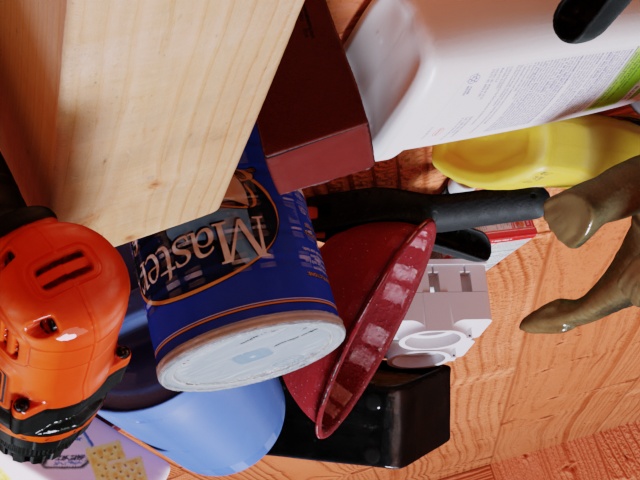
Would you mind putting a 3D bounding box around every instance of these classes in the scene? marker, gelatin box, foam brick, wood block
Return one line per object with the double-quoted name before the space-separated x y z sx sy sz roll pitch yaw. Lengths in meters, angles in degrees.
"marker" 0.091 -0.020 0.822 0.020 0.020 0.121 -9 159 -18
"gelatin box" 0.125 0.002 0.890 0.073 0.030 0.089 -6 160 -27
"foam brick" -0.009 -0.071 0.530 0.053 0.078 0.051 -17 158 0
"wood block" -0.076 -0.081 0.417 0.090 0.091 0.206 -19 162 -23

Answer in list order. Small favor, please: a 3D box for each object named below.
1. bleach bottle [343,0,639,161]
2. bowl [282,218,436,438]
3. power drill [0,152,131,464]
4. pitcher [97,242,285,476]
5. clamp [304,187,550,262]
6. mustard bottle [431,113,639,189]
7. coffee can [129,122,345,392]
"bleach bottle" 0.139 -0.102 0.586 0.250 0.068 0.103 -8 157 -26
"bowl" 0.016 0.047 0.707 0.162 0.055 0.162 -57 166 -24
"power drill" -0.144 -0.005 0.436 0.057 0.188 0.185 -28 166 -30
"pitcher" -0.109 0.090 0.767 0.145 0.149 0.243 -41 155 -10
"clamp" 0.068 -0.010 0.770 0.171 0.039 0.120 1 155 -4
"mustard bottle" 0.170 -0.059 0.705 0.191 0.058 0.096 1 -178 -40
"coffee can" -0.054 0.001 0.590 0.102 0.140 0.103 -14 160 -6
